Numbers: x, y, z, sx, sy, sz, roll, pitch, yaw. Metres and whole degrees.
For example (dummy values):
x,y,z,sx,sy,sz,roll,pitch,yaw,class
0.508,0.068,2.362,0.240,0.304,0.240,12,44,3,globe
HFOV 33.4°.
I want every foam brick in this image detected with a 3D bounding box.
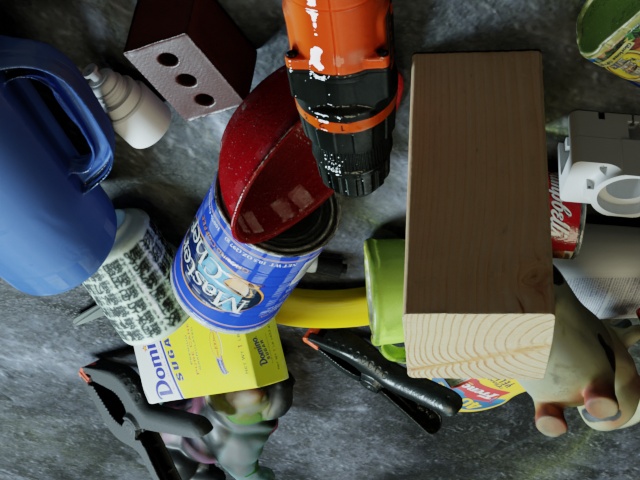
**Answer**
x,y,z,sx,sy,sz,roll,pitch,yaw,class
-0.086,-0.126,0.718,0.053,0.051,0.078,-12,144,26,foam brick

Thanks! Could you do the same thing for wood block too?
x,y,z,sx,sy,sz,roll,pitch,yaw,class
0.104,-0.020,0.712,0.091,0.206,0.090,0,147,7,wood block

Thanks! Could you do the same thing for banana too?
x,y,z,sx,sy,sz,roll,pitch,yaw,class
0.006,0.056,1.002,0.198,0.037,0.069,4,148,3,banana

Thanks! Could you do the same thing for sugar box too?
x,y,z,sx,sy,sz,roll,pitch,yaw,class
-0.111,0.099,1.007,0.177,0.093,0.048,-17,175,44,sugar box

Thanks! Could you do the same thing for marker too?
x,y,z,sx,sy,sz,roll,pitch,yaw,class
-0.035,0.016,0.962,0.121,0.020,0.020,10,147,-7,marker

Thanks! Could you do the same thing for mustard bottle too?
x,y,z,sx,sy,sz,roll,pitch,yaw,class
0.158,0.128,1.070,0.096,0.058,0.192,32,140,-21,mustard bottle

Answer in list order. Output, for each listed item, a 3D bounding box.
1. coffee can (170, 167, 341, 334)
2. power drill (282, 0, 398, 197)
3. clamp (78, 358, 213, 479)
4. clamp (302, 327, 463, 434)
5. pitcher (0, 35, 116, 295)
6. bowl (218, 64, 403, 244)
x,y,z,sx,sy,sz,roll,pitch,yaw,class
-0.056,0.001,0.865,0.102,0.103,0.140,15,146,-15,coffee can
0.018,-0.139,0.558,0.057,0.187,0.184,0,146,5,power drill
-0.184,0.189,1.128,0.036,0.210,0.165,-23,146,-38,clamp
0.062,0.138,1.065,0.171,0.039,0.120,32,155,16,clamp
-0.235,-0.059,0.783,0.149,0.145,0.242,34,165,30,pitcher
-0.018,-0.073,0.740,0.055,0.161,0.162,45,150,15,bowl
